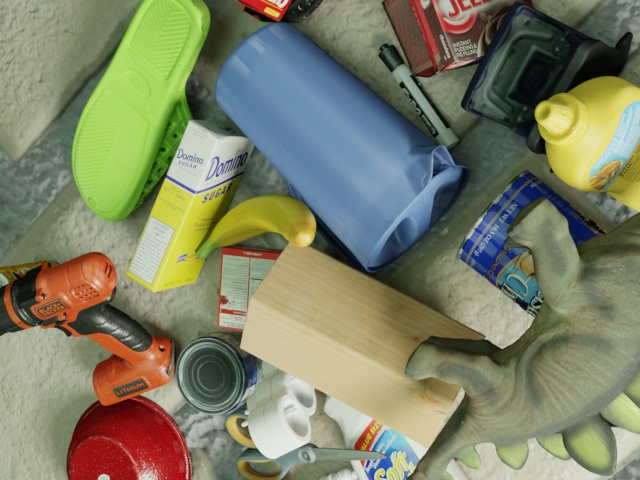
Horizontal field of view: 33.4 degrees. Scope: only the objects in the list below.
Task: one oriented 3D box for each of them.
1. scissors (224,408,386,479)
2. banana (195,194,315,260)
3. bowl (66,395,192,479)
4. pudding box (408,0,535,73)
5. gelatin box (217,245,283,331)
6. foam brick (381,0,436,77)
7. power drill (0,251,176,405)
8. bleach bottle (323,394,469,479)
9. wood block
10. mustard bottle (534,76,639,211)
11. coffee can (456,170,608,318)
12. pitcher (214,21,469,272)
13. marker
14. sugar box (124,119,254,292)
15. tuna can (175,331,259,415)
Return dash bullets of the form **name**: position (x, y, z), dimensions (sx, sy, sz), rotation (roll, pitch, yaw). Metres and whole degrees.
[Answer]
- **scissors**: position (-0.027, 0.200, 1.079), dimensions (0.202, 0.016, 0.096), rotation (-27, 96, 43)
- **banana**: position (-0.053, -0.015, 1.041), dimensions (0.198, 0.037, 0.069), rotation (-11, 53, 56)
- **bowl**: position (-0.225, 0.255, 1.185), dimensions (0.162, 0.055, 0.162), rotation (2, 96, 23)
- **pudding box**: position (0.139, -0.207, 0.964), dimensions (0.039, 0.113, 0.090), rotation (-23, 86, 58)
- **gelatin box**: position (-0.068, 0.052, 1.115), dimensions (0.073, 0.030, 0.089), rotation (6, 97, 20)
- **foam brick**: position (0.102, -0.200, 1.010), dimensions (0.051, 0.053, 0.078), rotation (-25, 86, 22)
- **power drill**: position (-0.255, 0.100, 1.120), dimensions (0.185, 0.187, 0.057), rotation (-20, 44, 22)
- **bleach bottle**: position (0.075, 0.224, 1.056), dimensions (0.103, 0.068, 0.251), rotation (-42, 76, 22)
- **wood block**: position (0.038, 0.096, 1.012), dimensions (0.206, 0.090, 0.091), rotation (27, 142, 10)
- **mustard bottle**: position (0.241, -0.084, 0.888), dimensions (0.058, 0.191, 0.096), rotation (42, 111, 43)
- **coffee can**: position (0.209, 0.019, 0.958), dimensions (0.140, 0.102, 0.103), rotation (40, 108, 15)
- **pitcher**: position (0.010, -0.089, 1.026), dimensions (0.243, 0.145, 0.149), rotation (45, 97, 17)
- **marker**: position (0.094, -0.141, 1.036), dimensions (0.020, 0.020, 0.121), rotation (-36, 81, 21)
- **sugar box**: position (-0.131, -0.036, 1.099), dimensions (0.048, 0.093, 0.176), rotation (32, 106, 16)
- **tuna can**: position (-0.111, 0.142, 1.139), dimensions (0.086, 0.033, 0.086), rotation (2, 96, 22)
